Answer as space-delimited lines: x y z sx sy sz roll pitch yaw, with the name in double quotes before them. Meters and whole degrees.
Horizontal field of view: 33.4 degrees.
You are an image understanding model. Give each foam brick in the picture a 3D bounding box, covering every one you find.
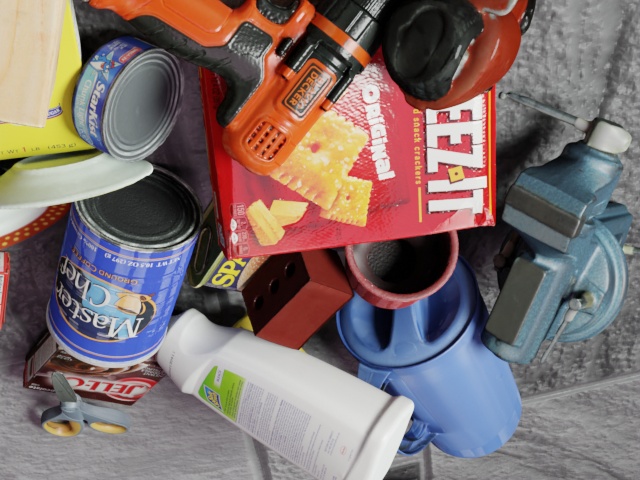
"foam brick" -0.020 0.044 0.888 0.051 0.053 0.078 20 125 -38

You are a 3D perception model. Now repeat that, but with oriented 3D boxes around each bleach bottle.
"bleach bottle" -0.049 0.123 0.923 0.251 0.068 0.103 29 127 16

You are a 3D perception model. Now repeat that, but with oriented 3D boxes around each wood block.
"wood block" -0.185 -0.182 0.609 0.090 0.091 0.206 9 115 -14

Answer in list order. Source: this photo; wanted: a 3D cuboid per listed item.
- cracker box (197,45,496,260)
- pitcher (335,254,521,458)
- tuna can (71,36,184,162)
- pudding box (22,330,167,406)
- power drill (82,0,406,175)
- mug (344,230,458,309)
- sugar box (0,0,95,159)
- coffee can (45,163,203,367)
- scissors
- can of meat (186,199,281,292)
"cracker box" 0.021 -0.081 0.798 0.213 0.072 0.164 -7 114 -7
"pitcher" 0.111 0.125 1.029 0.149 0.145 0.242 -26 139 7
"tuna can" -0.137 -0.101 0.762 0.086 0.034 0.086 -45 150 -36
"pudding box" -0.205 0.113 0.987 0.113 0.039 0.090 17 141 -28
"power drill" -0.048 -0.161 0.690 0.187 0.057 0.184 37 93 -16
"mug" 0.060 0.001 0.904 0.093 0.117 0.081 -15 168 -6
"sugar box" -0.212 -0.136 0.730 0.093 0.048 0.176 -9 138 -7
"coffee can" -0.161 0.020 0.866 0.102 0.103 0.140 5 133 -21
"scissors" -0.216 0.156 1.002 0.096 0.016 0.202 8 155 -18
"can of meat" -0.056 0.001 0.911 0.083 0.057 0.102 13 131 -31
